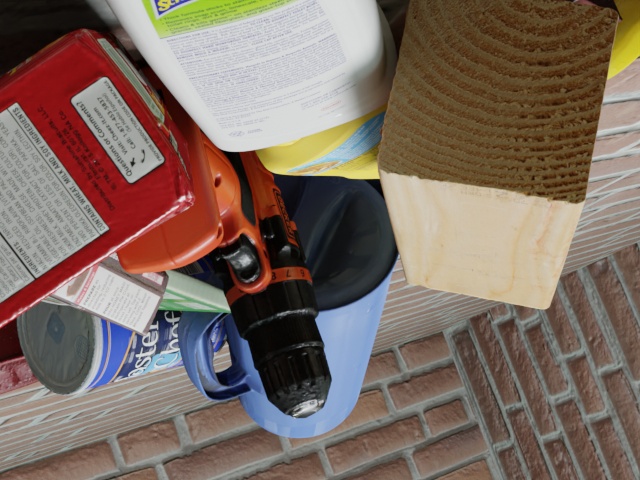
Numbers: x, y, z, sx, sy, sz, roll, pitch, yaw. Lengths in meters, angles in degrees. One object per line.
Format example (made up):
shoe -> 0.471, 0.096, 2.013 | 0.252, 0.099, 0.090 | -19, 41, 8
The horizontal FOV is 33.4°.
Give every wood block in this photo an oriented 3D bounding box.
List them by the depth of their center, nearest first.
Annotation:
wood block -> 0.087, -0.036, 0.543 | 0.090, 0.091, 0.206 | 10, 166, 11

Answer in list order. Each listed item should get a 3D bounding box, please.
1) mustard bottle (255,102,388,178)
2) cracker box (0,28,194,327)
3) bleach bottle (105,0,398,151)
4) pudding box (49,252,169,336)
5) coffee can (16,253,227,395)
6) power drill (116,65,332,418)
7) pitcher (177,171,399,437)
mustard bottle -> 0.013, -0.072, 0.622 | 0.096, 0.058, 0.191 | -28, 168, 30
cracker box -> -0.151, 0.006, 0.403 | 0.213, 0.072, 0.164 | -35, -166, -1
bleach bottle -> -0.027, -0.102, 0.383 | 0.102, 0.068, 0.251 | -20, 168, 2
pudding box -> -0.147, 0.005, 0.552 | 0.114, 0.039, 0.090 | 18, 171, 31
coffee can -> -0.156, 0.060, 0.858 | 0.103, 0.103, 0.140 | -29, 167, 40
power drill -> -0.054, 0.001, 0.578 | 0.057, 0.184, 0.187 | -23, 160, 8
pitcher -> -0.023, 0.062, 0.818 | 0.149, 0.145, 0.243 | 4, 145, 0
